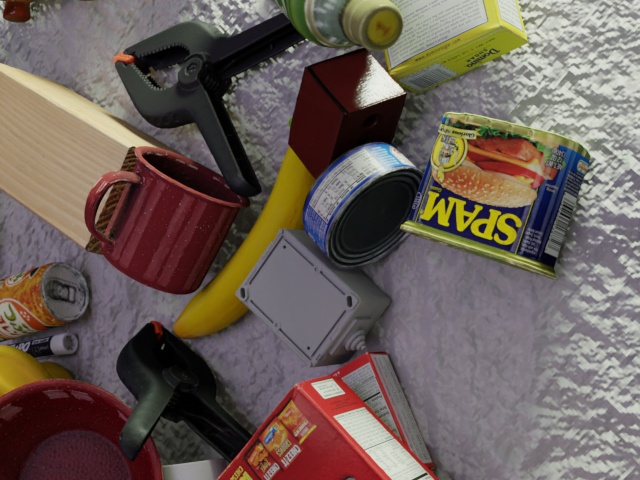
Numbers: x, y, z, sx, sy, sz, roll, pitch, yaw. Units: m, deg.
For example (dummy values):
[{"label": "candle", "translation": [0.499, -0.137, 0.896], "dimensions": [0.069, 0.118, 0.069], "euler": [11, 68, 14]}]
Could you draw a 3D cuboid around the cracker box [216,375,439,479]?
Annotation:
[{"label": "cracker box", "translation": [0.022, 0.216, 0.669], "dimensions": [0.214, 0.072, 0.164], "euler": [45, 109, 20]}]

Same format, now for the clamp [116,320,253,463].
[{"label": "clamp", "translation": [-0.113, 0.114, 0.777], "dimensions": [0.039, 0.120, 0.172], "euler": [-57, 43, 10]}]

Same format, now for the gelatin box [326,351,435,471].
[{"label": "gelatin box", "translation": [0.028, 0.131, 0.730], "dimensions": [0.073, 0.030, 0.089], "euler": [-34, 67, 26]}]

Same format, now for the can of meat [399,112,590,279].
[{"label": "can of meat", "translation": [0.112, -0.030, 0.680], "dimensions": [0.102, 0.057, 0.084], "euler": [19, 91, 35]}]

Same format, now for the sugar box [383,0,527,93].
[{"label": "sugar box", "translation": [0.077, -0.201, 0.739], "dimensions": [0.094, 0.048, 0.176], "euler": [-21, 68, 34]}]

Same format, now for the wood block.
[{"label": "wood block", "translation": [-0.207, -0.067, 0.891], "dimensions": [0.206, 0.090, 0.091], "euler": [30, 100, 35]}]

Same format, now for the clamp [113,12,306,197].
[{"label": "clamp", "translation": [-0.091, -0.117, 0.838], "dimensions": [0.210, 0.036, 0.164], "euler": [9, 72, 38]}]

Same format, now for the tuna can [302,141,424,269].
[{"label": "tuna can", "translation": [0.030, -0.024, 0.719], "dimensions": [0.086, 0.086, 0.034], "euler": [-53, 56, 17]}]

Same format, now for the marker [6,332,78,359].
[{"label": "marker", "translation": [-0.264, 0.099, 0.948], "dimensions": [0.121, 0.020, 0.020], "euler": [-12, 76, 33]}]

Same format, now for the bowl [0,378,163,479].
[{"label": "bowl", "translation": [-0.189, 0.185, 0.789], "dimensions": [0.162, 0.055, 0.162], "euler": [-1, 79, 5]}]

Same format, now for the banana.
[{"label": "banana", "translation": [-0.048, 0.005, 0.803], "dimensions": [0.198, 0.037, 0.070], "euler": [-58, 28, 10]}]

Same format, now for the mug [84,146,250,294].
[{"label": "mug", "translation": [-0.119, -0.015, 0.783], "dimensions": [0.093, 0.117, 0.081], "euler": [40, 108, 44]}]

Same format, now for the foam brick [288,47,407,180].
[{"label": "foam brick", "translation": [0.017, -0.083, 0.737], "dimensions": [0.051, 0.052, 0.078], "euler": [53, 150, 26]}]
